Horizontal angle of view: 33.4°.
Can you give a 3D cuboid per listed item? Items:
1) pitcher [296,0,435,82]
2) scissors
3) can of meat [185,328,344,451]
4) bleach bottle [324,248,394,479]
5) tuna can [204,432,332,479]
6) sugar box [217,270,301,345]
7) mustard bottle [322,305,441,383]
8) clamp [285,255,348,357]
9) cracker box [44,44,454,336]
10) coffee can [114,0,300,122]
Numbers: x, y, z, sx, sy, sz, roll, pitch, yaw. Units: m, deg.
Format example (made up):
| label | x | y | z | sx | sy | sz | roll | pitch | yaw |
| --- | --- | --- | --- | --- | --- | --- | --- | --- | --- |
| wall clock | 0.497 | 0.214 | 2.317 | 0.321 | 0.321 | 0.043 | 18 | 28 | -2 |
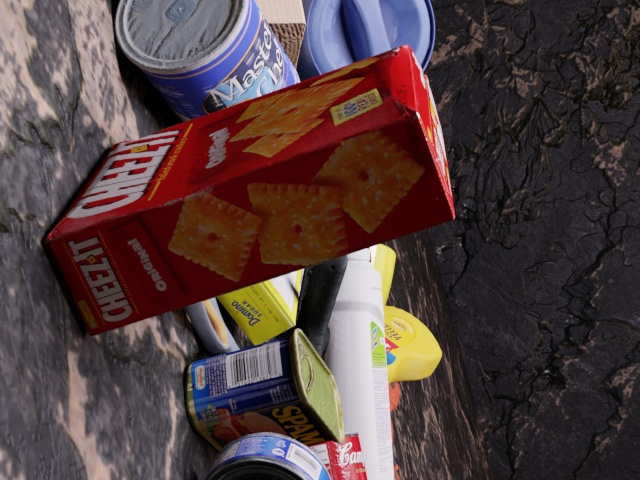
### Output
| label | x | y | z | sx | sy | sz | roll | pitch | yaw |
| --- | --- | --- | --- | --- | --- | --- | --- | --- | --- |
| pitcher | 0.004 | -0.222 | 1.085 | 0.145 | 0.149 | 0.243 | 54 | -13 | -23 |
| scissors | -0.076 | 0.065 | 0.807 | 0.201 | 0.016 | 0.096 | 70 | -1 | -67 |
| can of meat | -0.038 | 0.113 | 0.750 | 0.102 | 0.084 | 0.057 | 60 | 18 | -54 |
| bleach bottle | 0.034 | 0.126 | 1.004 | 0.102 | 0.068 | 0.251 | 28 | 61 | -75 |
| tuna can | -0.035 | 0.169 | 0.682 | 0.033 | 0.086 | 0.086 | -63 | 136 | -72 |
| sugar box | -0.056 | 0.001 | 0.889 | 0.093 | 0.048 | 0.176 | 55 | 15 | -20 |
| mustard bottle | 0.041 | 0.116 | 1.110 | 0.096 | 0.058 | 0.191 | 41 | 27 | 27 |
| clamp | -0.010 | 0.074 | 0.906 | 0.120 | 0.039 | 0.171 | -76 | -178 | -77 |
| cracker box | -0.035 | -0.038 | 0.629 | 0.164 | 0.214 | 0.072 | -81 | 151 | -66 |
| coffee can | -0.083 | -0.142 | 0.830 | 0.140 | 0.103 | 0.103 | 53 | 24 | -63 |
